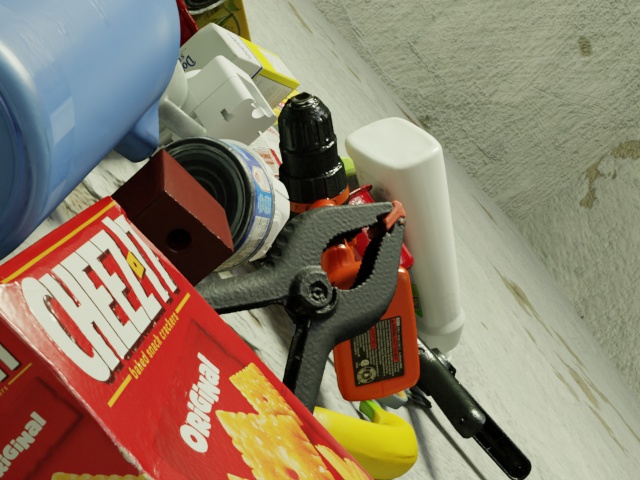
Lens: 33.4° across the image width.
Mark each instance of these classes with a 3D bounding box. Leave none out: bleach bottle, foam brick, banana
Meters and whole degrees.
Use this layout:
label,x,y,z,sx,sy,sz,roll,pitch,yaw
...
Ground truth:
label,x,y,z,sx,sy,sz,roll,pitch,yaw
bleach bottle,0.091,0.013,1.031,0.103,0.068,0.251,42,-28,53
foam brick,-0.091,0.003,0.558,0.053,0.078,0.051,44,12,-27
banana,0.025,0.131,0.701,0.070,0.037,0.197,23,-1,20

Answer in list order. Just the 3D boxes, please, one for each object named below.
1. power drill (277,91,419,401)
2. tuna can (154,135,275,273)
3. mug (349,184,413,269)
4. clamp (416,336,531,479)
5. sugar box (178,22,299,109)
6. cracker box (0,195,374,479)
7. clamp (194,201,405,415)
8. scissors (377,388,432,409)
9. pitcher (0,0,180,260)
label,x,y,z,sx,sy,sz,roll,pitch,yaw
power drill,0.014,0.007,0.750,0.188,0.057,0.184,-113,-168,-58
tuna can,-0.074,-0.023,0.677,0.086,0.086,0.033,54,14,16
mug,0.024,0.012,0.938,0.081,0.093,0.117,56,31,6
clamp,0.098,0.117,0.936,0.210,0.036,0.164,49,1,28
sugar box,-0.088,-0.135,0.944,0.048,0.093,0.176,52,12,11
cracker box,-0.055,0.091,0.435,0.213,0.072,0.164,48,12,-7
clamp,-0.006,0.045,0.616,0.120,0.171,0.039,59,-24,-8
scissors,0.049,0.108,0.893,0.096,0.016,0.201,46,4,13
pitcher,-0.153,-0.084,0.487,0.149,0.145,0.243,12,21,-3
